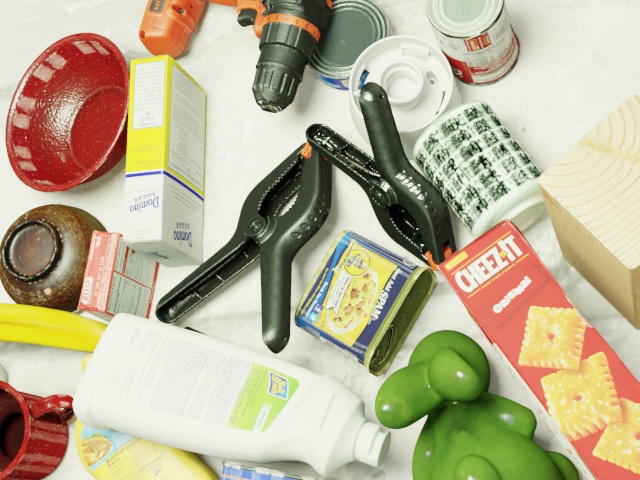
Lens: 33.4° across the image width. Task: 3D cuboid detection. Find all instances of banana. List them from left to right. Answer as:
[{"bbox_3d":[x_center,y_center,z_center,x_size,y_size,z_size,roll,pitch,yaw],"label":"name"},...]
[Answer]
[{"bbox_3d":[-0.277,0.082,1.000,0.198,0.069,0.037,1,72,19],"label":"banana"}]

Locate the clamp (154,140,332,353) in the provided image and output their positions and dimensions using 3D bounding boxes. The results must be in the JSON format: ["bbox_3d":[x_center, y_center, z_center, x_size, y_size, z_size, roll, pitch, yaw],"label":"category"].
[{"bbox_3d":[-0.056,0.001,0.952,0.165,0.036,0.210,2,58,41],"label":"clamp"}]

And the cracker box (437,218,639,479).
[{"bbox_3d":[0.187,0.101,0.795,0.072,0.164,0.214,-36,68,3],"label":"cracker box"}]

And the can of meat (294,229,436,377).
[{"bbox_3d":[0.037,0.051,0.915,0.084,0.057,0.102,28,85,24],"label":"can of meat"}]

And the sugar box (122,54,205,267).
[{"bbox_3d":[-0.143,-0.071,0.986,0.048,0.093,0.176,-3,74,17],"label":"sugar box"}]

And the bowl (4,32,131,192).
[{"bbox_3d":[-0.230,-0.117,1.037,0.162,0.055,0.162,-10,72,30],"label":"bowl"}]

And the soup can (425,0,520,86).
[{"bbox_3d":[0.133,-0.184,0.925,0.069,0.102,0.068,-5,74,16],"label":"soup can"}]

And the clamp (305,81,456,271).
[{"bbox_3d":[0.062,-0.054,0.903,0.039,0.120,0.171,-41,88,-23],"label":"clamp"}]

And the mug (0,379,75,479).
[{"bbox_3d":[-0.273,0.171,0.966,0.117,0.081,0.093,-31,68,7],"label":"mug"}]

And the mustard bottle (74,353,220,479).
[{"bbox_3d":[-0.163,0.181,0.941,0.096,0.058,0.192,-36,68,4],"label":"mustard bottle"}]

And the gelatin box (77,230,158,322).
[{"bbox_3d":[-0.183,0.037,0.971,0.030,0.089,0.073,4,76,18],"label":"gelatin box"}]

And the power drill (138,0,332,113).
[{"bbox_3d":[-0.079,-0.208,1.003,0.188,0.057,0.184,7,73,31],"label":"power drill"}]

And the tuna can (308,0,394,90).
[{"bbox_3d":[0.026,-0.184,0.996,0.086,0.033,0.086,-5,74,16],"label":"tuna can"}]

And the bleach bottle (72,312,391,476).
[{"bbox_3d":[-0.068,0.137,0.860,0.251,0.068,0.102,15,70,19],"label":"bleach bottle"}]
